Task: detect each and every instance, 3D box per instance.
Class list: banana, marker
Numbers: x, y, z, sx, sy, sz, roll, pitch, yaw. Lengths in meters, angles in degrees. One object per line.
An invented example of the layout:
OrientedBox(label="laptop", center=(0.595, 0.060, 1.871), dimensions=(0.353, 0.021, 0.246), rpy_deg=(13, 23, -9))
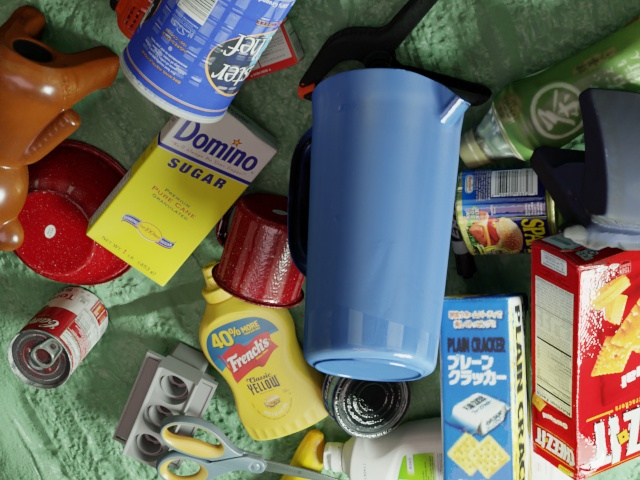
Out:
OrientedBox(label="banana", center=(-0.055, 0.278, 1.163), dimensions=(0.198, 0.037, 0.069), rpy_deg=(-37, 102, 24))
OrientedBox(label="marker", center=(0.127, -0.019, 0.999), dimensions=(0.020, 0.020, 0.121), rpy_deg=(-9, 111, 16))

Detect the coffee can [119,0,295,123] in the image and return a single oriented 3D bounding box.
OrientedBox(label="coffee can", center=(-0.091, -0.184, 0.894), dimensions=(0.103, 0.102, 0.140), rpy_deg=(34, 117, -4))

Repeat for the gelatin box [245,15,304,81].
OrientedBox(label="gelatin box", center=(-0.065, -0.192, 0.960), dimensions=(0.073, 0.030, 0.089), rpy_deg=(-16, 108, 20))

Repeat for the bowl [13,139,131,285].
OrientedBox(label="bowl", center=(-0.258, -0.017, 1.068), dimensions=(0.162, 0.055, 0.162), rpy_deg=(5, 114, 11))

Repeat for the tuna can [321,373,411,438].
OrientedBox(label="tuna can", center=(0.047, 0.153, 1.064), dimensions=(0.086, 0.034, 0.086), rpy_deg=(-4, 104, -18))

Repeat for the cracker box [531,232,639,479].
OrientedBox(label="cracker box", center=(0.271, 0.087, 0.941), dimensions=(0.164, 0.072, 0.214), rpy_deg=(-15, 114, -23))

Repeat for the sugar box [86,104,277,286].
OrientedBox(label="sugar box", center=(-0.130, -0.051, 1.002), dimensions=(0.093, 0.048, 0.176), rpy_deg=(36, 107, -19))

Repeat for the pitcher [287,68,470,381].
OrientedBox(label="pitcher", center=(0.041, -0.009, 0.896), dimensions=(0.145, 0.149, 0.243), rpy_deg=(6, 74, -1))

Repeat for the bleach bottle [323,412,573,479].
OrientedBox(label="bleach bottle", center=(0.126, 0.218, 1.082), dimensions=(0.251, 0.068, 0.102), rpy_deg=(0, 111, 16))

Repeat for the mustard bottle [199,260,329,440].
OrientedBox(label="mustard bottle", center=(-0.068, 0.106, 1.077), dimensions=(0.096, 0.058, 0.191), rpy_deg=(-21, 107, 19))

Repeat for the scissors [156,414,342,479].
OrientedBox(label="scissors", center=(-0.083, 0.242, 1.114), dimensions=(0.201, 0.016, 0.096), rpy_deg=(28, 117, -16))

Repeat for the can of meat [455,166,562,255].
OrientedBox(label="can of meat", center=(0.168, -0.025, 0.946), dimensions=(0.084, 0.057, 0.102), rpy_deg=(-2, 155, 16))

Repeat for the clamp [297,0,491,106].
OrientedBox(label="clamp", center=(0.058, -0.166, 0.938), dimensions=(0.172, 0.039, 0.120), rpy_deg=(-6, 111, 15))

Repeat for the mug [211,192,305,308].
OrientedBox(label="mug", center=(-0.057, 0.001, 1.020), dimensions=(0.117, 0.093, 0.081), rpy_deg=(35, 117, 37))

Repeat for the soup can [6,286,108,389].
OrientedBox(label="soup can", center=(-0.267, 0.098, 1.094), dimensions=(0.068, 0.102, 0.068), rpy_deg=(5, 115, 11))
